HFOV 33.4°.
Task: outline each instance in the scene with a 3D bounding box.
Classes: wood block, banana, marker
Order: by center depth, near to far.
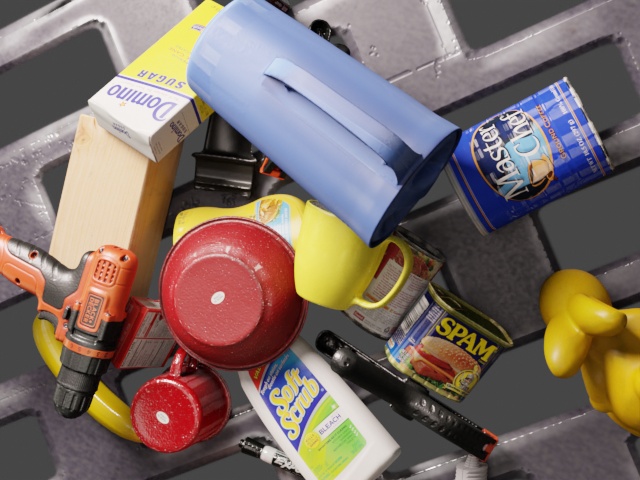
[{"bbox_3d":[-0.033,0.241,1.151,0.121,0.020,0.020,20,97,13],"label":"marker"},{"bbox_3d":[-0.224,-0.023,1.152,0.091,0.090,0.206,15,96,13],"label":"wood block"},{"bbox_3d":[-0.264,0.152,1.187,0.037,0.070,0.198,-37,88,-32],"label":"banana"}]

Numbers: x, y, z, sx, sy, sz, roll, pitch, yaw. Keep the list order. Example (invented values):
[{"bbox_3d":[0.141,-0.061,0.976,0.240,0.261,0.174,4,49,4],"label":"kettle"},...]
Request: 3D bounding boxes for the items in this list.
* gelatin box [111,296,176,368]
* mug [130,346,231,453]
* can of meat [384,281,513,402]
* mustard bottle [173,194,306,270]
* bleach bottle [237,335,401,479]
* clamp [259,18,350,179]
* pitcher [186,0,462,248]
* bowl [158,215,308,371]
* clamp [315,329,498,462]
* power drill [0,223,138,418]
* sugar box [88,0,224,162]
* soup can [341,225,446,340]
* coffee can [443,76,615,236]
[{"bbox_3d":[-0.187,0.099,1.147,0.030,0.089,0.073,33,100,26],"label":"gelatin box"},{"bbox_3d":[-0.150,0.169,1.145,0.093,0.081,0.117,12,96,13],"label":"mug"},{"bbox_3d":[0.127,0.104,1.071,0.102,0.057,0.084,32,104,-20],"label":"can of meat"},{"bbox_3d":[-0.057,0.002,1.124,0.192,0.058,0.096,-10,67,14],"label":"mustard bottle"},{"bbox_3d":[-0.034,0.160,1.120,0.102,0.068,0.251,-45,75,4],"label":"bleach bottle"},{"bbox_3d":[-0.016,-0.139,1.087,0.039,0.120,0.171,17,101,-12],"label":"clamp"},{"bbox_3d":[-0.003,-0.117,0.964,0.243,0.144,0.149,38,134,11],"label":"pitcher"},{"bbox_3d":[-0.095,0.057,1.074,0.162,0.055,0.162,1,94,12],"label":"bowl"},{"bbox_3d":[0.085,0.156,1.059,0.210,0.164,0.036,33,90,1],"label":"clamp"},{"bbox_3d":[-0.293,0.072,1.098,0.188,0.057,0.184,20,93,9],"label":"power drill"},{"bbox_3d":[-0.141,-0.166,1.090,0.093,0.048,0.176,32,63,28],"label":"sugar box"},{"bbox_3d":[0.073,0.043,1.090,0.068,0.068,0.102,35,101,10],"label":"soup can"},{"bbox_3d":[0.198,-0.080,1.035,0.140,0.102,0.103,-28,86,13],"label":"coffee can"}]
